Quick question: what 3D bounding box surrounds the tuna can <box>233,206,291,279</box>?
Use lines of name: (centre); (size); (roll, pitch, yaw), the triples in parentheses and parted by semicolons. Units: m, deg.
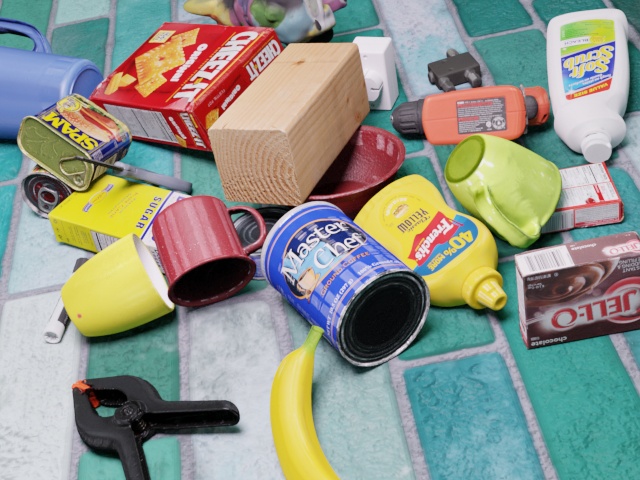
tuna can: (-0.057, 0.001, 1.133); (0.086, 0.034, 0.086); (-7, 38, 6)

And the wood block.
wood block: (-0.028, -0.130, 1.151); (0.091, 0.090, 0.205); (4, 36, 24)

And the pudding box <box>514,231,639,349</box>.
pudding box: (0.234, 0.045, 0.956); (0.113, 0.090, 0.039); (-10, 36, 4)

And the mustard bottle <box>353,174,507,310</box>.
mustard bottle: (0.118, 0.012, 1.052); (0.096, 0.058, 0.192); (-37, 44, -8)

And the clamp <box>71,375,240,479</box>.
clamp: (-0.155, 0.159, 0.955); (0.120, 0.039, 0.172); (-33, 42, -27)

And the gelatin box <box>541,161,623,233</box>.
gelatin box: (0.262, -0.044, 1.110); (0.089, 0.030, 0.073); (-9, 36, 4)

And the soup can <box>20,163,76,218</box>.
soup can: (-0.305, -0.082, 1.276); (0.069, 0.068, 0.102); (2, 39, 17)

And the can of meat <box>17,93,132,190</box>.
can of meat: (-0.281, -0.116, 1.229); (0.102, 0.058, 0.083); (34, 40, 7)

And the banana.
banana: (-0.013, 0.162, 0.898); (0.037, 0.070, 0.198); (16, 39, -26)

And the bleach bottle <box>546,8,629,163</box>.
bleach bottle: (0.318, -0.177, 1.239); (0.102, 0.068, 0.250); (-4, 41, 11)

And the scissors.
scissors: (-0.201, -0.074, 1.189); (0.096, 0.016, 0.201); (14, 1, 4)

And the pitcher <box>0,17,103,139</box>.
pitcher: (-0.407, -0.203, 1.403); (0.243, 0.149, 0.144); (8, 28, 18)

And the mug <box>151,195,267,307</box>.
mug: (-0.110, 0.003, 1.072); (0.117, 0.093, 0.081); (-26, 63, 4)

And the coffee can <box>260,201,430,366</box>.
coffee can: (0.021, 0.039, 1.009); (0.102, 0.103, 0.140); (-28, 41, -20)

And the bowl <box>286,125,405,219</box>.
bowl: (0.016, -0.067, 1.175); (0.162, 0.055, 0.162); (-8, 32, 5)

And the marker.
marker: (-0.265, 0.060, 1.126); (0.020, 0.020, 0.121); (-3, 39, 11)

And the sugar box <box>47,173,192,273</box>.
sugar box: (-0.206, -0.021, 1.191); (0.176, 0.048, 0.093); (12, 43, 29)

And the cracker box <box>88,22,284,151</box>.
cracker box: (-0.166, -0.199, 1.338); (0.214, 0.072, 0.164); (13, 54, 43)

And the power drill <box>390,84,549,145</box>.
power drill: (0.159, -0.140, 1.176); (0.184, 0.057, 0.187); (-6, 9, 13)
